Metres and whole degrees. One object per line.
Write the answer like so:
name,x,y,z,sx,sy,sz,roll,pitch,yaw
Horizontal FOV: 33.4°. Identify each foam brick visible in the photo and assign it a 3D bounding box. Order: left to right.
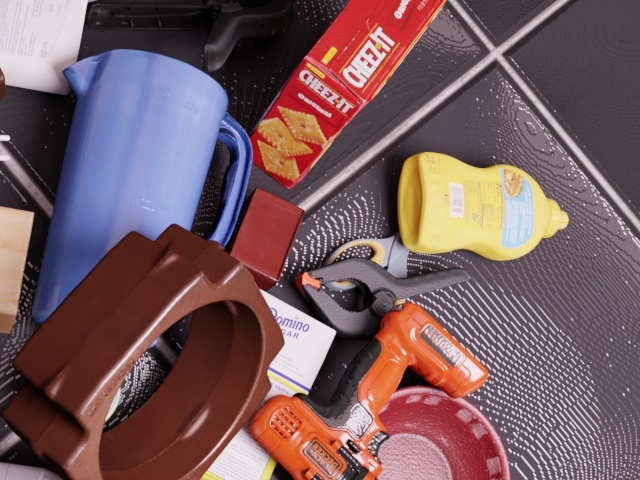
foam brick,-0.057,0.001,0.994,0.051,0.053,0.078,25,66,-11

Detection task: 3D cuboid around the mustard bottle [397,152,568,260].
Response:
mustard bottle,0.171,-0.030,1.072,0.191,0.058,0.096,6,78,-28

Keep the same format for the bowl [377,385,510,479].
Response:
bowl,0.089,0.217,0.976,0.162,0.055,0.162,5,71,-15

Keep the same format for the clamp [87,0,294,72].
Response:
clamp,-0.105,-0.213,1.021,0.165,0.036,0.209,22,32,26

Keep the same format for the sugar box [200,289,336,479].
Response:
sugar box,-0.064,0.139,0.954,0.093,0.048,0.176,30,63,-7

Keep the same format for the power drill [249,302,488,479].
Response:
power drill,0.060,0.161,0.922,0.184,0.057,0.187,44,67,2

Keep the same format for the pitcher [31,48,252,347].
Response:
pitcher,-0.159,-0.029,0.931,0.149,0.145,0.243,7,73,14

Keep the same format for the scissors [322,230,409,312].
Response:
scissors,0.093,0.014,1.064,0.201,0.016,0.096,-24,85,-24

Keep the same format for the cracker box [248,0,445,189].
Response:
cracker box,0.021,-0.156,0.980,0.072,0.214,0.164,37,65,-6

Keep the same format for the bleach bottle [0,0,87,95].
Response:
bleach bottle,-0.340,-0.202,0.950,0.250,0.068,0.102,10,71,-14

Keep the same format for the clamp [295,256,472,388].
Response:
clamp,0.059,0.073,1.005,0.171,0.039,0.120,9,72,-11
